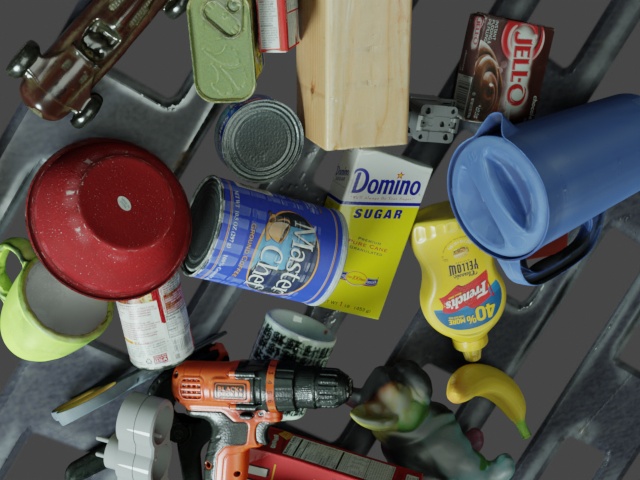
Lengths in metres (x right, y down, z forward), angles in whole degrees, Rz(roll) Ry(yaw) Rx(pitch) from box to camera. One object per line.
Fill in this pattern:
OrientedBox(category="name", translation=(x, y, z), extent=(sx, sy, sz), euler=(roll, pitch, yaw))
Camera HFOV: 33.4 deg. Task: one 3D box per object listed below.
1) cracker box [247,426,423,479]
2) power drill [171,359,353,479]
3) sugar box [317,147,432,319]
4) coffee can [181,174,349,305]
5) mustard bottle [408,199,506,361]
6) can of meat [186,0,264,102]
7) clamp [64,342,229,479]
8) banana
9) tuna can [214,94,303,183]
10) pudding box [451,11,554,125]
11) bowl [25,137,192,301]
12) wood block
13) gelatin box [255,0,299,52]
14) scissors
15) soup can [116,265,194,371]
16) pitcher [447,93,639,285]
OrientedBox(category="cracker box", translation=(-0.013, 0.305, 1.152), extent=(0.214, 0.072, 0.164), euler=(15, 104, 9))
OrientedBox(category="power drill", translation=(-0.057, 0.211, 1.080), extent=(0.184, 0.057, 0.188), euler=(1, 98, 13))
OrientedBox(category="sugar box", translation=(0.046, -0.011, 1.136), extent=(0.093, 0.048, 0.176), euler=(14, 104, -25))
OrientedBox(category="coffee can", translation=(-0.057, 0.001, 1.066), extent=(0.140, 0.103, 0.103), euler=(15, 102, -26))
OrientedBox(category="mustard bottle", translation=(0.157, 0.051, 1.195), extent=(0.096, 0.058, 0.191), euler=(-15, 114, -6))
OrientedBox(category="can of meat", translation=(-0.085, -0.188, 0.991), extent=(0.057, 0.084, 0.102), euler=(-2, 112, 6))
OrientedBox(category="clamp", translation=(-0.148, 0.208, 1.137), extent=(0.164, 0.036, 0.210), euler=(35, 93, -22))
OrientedBox(category="banana", translation=(0.196, 0.176, 1.240), extent=(0.037, 0.070, 0.197), euler=(-36, 142, 21))
OrientedBox(category="tuna can", translation=(-0.062, -0.102, 1.066), extent=(0.086, 0.034, 0.086), euler=(-7, 111, -20))
OrientedBox(category="pudding box", translation=(0.193, -0.180, 1.139), extent=(0.089, 0.039, 0.113), euler=(4, 107, -25))
OrientedBox(category="bowl", translation=(-0.187, -0.027, 0.987), extent=(0.161, 0.055, 0.162), euler=(8, 72, -25))
OrientedBox(category="wood block", translation=(0.031, -0.201, 1.037), extent=(0.090, 0.091, 0.206), euler=(-7, 111, -19))
OrientedBox(category="gelatin box", translation=(-0.041, -0.217, 1.001), extent=(0.030, 0.089, 0.073), euler=(-1, 105, 7))
OrientedBox(category="scissors", translation=(-0.194, 0.142, 1.100), extent=(0.201, 0.096, 0.016), euler=(-27, 94, -44))
OrientedBox(category="soup can", translation=(-0.167, 0.071, 1.066), extent=(0.068, 0.069, 0.102), euler=(-16, 114, -16))
OrientedBox(category="pitcher", translation=(0.263, -0.067, 1.131), extent=(0.242, 0.145, 0.149), euler=(-22, 152, -34))
